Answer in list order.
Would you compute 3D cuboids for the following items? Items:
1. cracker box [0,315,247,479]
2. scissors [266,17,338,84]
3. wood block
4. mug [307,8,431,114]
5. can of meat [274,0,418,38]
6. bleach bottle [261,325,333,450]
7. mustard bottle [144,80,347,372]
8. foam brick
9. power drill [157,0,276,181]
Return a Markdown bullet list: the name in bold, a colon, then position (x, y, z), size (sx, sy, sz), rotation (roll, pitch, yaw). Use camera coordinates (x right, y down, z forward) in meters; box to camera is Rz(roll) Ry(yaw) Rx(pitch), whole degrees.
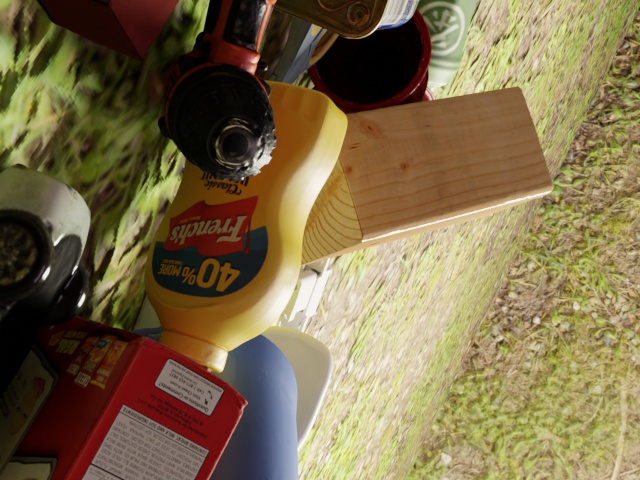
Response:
- **cracker box**: position (-0.138, 0.145, 0.519), size (0.164, 0.072, 0.213), rotation (2, -118, 61)
- **scissors**: position (-0.029, -0.113, 0.716), size (0.201, 0.016, 0.096), rotation (-53, 169, -23)
- **wood block**: position (0.068, -0.050, 0.808), size (0.205, 0.090, 0.091), rotation (-15, 175, -39)
- **mug**: position (0.031, -0.127, 0.816), size (0.117, 0.093, 0.081), rotation (-40, 169, 3)
- **can of meat**: position (0.007, -0.162, 0.641), size (0.083, 0.102, 0.057), rotation (-32, 144, -67)
- **bleach bottle**: position (-0.048, 0.145, 0.918), size (0.251, 0.068, 0.102), rotation (119, -7, -74)
- **mustard bottle**: position (-0.054, 0.001, 0.634), size (0.058, 0.096, 0.191), rotation (38, 66, -58)
- **foam brick**: position (-0.088, -0.131, 0.468), size (0.078, 0.053, 0.051), rotation (-61, 164, -12)
- **power drill**: position (-0.032, -0.128, 0.528), size (0.184, 0.057, 0.188), rotation (-128, -123, -69)
